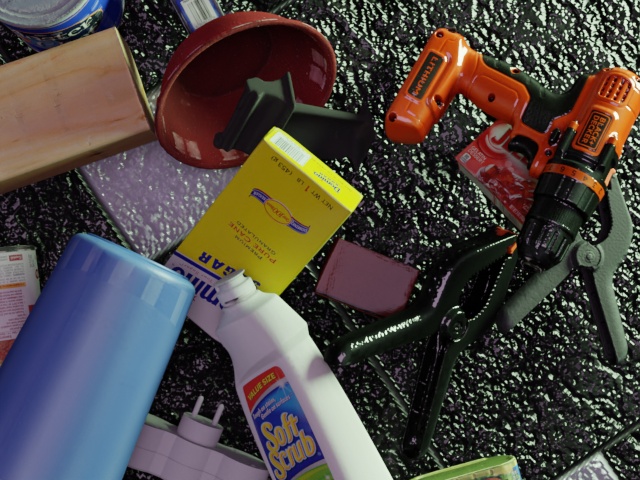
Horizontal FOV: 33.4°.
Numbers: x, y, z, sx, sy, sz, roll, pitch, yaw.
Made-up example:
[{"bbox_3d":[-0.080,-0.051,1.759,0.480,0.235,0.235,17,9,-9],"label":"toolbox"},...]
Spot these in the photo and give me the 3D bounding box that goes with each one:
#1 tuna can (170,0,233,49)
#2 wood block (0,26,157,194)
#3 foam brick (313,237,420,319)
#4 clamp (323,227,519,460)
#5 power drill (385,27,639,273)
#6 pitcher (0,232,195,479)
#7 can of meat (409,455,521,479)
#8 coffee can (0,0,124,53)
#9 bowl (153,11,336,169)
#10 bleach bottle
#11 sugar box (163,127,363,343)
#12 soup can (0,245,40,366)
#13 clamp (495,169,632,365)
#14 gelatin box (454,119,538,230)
[{"bbox_3d":[-0.107,-0.201,0.899,0.034,0.086,0.086,-29,91,-1],"label":"tuna can"},{"bbox_3d":[-0.249,-0.096,0.891,0.206,0.091,0.090,-19,91,-2],"label":"wood block"},{"bbox_3d":[0.038,0.034,0.918,0.078,0.053,0.051,22,89,-3],"label":"foam brick"},{"bbox_3d":[0.095,0.066,0.893,0.210,0.036,0.164,-55,134,-11],"label":"clamp"},{"bbox_3d":[0.152,-0.084,0.886,0.188,0.057,0.184,26,77,17],"label":"power drill"},{"bbox_3d":[-0.195,0.123,0.845,0.144,0.149,0.243,31,81,-45],"label":"pitcher"},{"bbox_3d":[0.131,0.238,0.918,0.102,0.057,0.084,-15,87,-3],"label":"can of meat"},{"bbox_3d":[-0.220,-0.210,0.868,0.103,0.140,0.103,0,89,-2],"label":"coffee can"},{"bbox_3d":[-0.070,-0.134,0.885,0.162,0.162,0.055,-28,58,-2],"label":"bowl"},{"bbox_3d":[-0.022,0.141,0.873,0.103,0.068,0.251,-19,102,42],"label":"bleach bottle"},{"bbox_3d":[-0.056,0.001,0.882,0.093,0.048,0.176,40,115,-1],"label":"sugar box"},{"bbox_3d":[-0.269,0.058,0.901,0.068,0.068,0.102,-7,89,-2],"label":"soup can"},{"bbox_3d":[0.217,0.018,0.929,0.120,0.039,0.171,8,84,-16],"label":"clamp"},{"bbox_3d":[0.172,-0.063,0.921,0.073,0.030,0.089,-41,69,-1],"label":"gelatin box"}]
